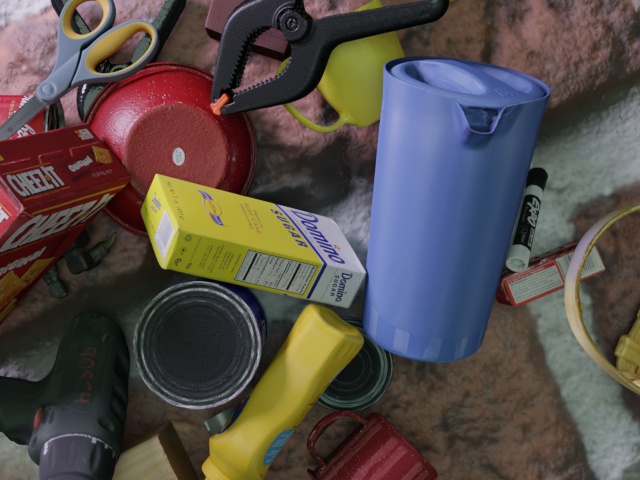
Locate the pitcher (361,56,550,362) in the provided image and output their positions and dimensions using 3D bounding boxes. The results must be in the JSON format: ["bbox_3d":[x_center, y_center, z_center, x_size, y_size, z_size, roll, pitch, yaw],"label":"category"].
[{"bbox_3d":[0.103,-0.030,0.900,0.145,0.148,0.243,25,119,34],"label":"pitcher"}]

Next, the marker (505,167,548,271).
[{"bbox_3d":[0.183,-0.022,0.941,0.020,0.020,0.121,23,50,-1],"label":"marker"}]

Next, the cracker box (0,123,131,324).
[{"bbox_3d":[-0.271,0.009,0.864,0.072,0.164,0.214,48,113,4],"label":"cracker box"}]

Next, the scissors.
[{"bbox_3d":[-0.236,-0.147,0.917,0.201,0.016,0.096,-30,80,-11],"label":"scissors"}]

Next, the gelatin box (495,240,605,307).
[{"bbox_3d":[0.198,0.029,0.947,0.089,0.073,0.030,-22,90,0],"label":"gelatin box"}]

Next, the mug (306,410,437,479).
[{"bbox_3d":[0.040,0.198,0.938,0.081,0.093,0.117,-45,97,-5],"label":"mug"}]

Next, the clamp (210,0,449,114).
[{"bbox_3d":[-0.009,-0.176,0.879,0.164,0.036,0.210,40,106,7],"label":"clamp"}]

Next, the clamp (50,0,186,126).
[{"bbox_3d":[-0.190,-0.154,0.962,0.120,0.039,0.171,8,90,1],"label":"clamp"}]

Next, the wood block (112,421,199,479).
[{"bbox_3d":[-0.210,0.248,0.936,0.206,0.091,0.090,-26,89,0],"label":"wood block"}]

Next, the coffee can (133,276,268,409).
[{"bbox_3d":[-0.098,0.083,0.912,0.103,0.140,0.103,0,90,0],"label":"coffee can"}]

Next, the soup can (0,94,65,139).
[{"bbox_3d":[-0.284,-0.096,0.948,0.102,0.068,0.068,1,90,0],"label":"soup can"}]

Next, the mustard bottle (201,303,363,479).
[{"bbox_3d":[-0.041,0.144,0.902,0.058,0.096,0.192,36,95,5],"label":"mustard bottle"}]

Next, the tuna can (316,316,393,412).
[{"bbox_3d":[0.023,0.112,0.966,0.086,0.034,0.086,0,90,0],"label":"tuna can"}]

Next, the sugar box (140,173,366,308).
[{"bbox_3d":[-0.056,0.001,0.900,0.176,0.093,0.048,11,118,-27],"label":"sugar box"}]

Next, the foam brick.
[{"bbox_3d":[-0.059,-0.198,0.957,0.078,0.051,0.053,19,91,0],"label":"foam brick"}]

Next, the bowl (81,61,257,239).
[{"bbox_3d":[-0.130,-0.076,0.935,0.162,0.055,0.162,-2,98,-14],"label":"bowl"}]
